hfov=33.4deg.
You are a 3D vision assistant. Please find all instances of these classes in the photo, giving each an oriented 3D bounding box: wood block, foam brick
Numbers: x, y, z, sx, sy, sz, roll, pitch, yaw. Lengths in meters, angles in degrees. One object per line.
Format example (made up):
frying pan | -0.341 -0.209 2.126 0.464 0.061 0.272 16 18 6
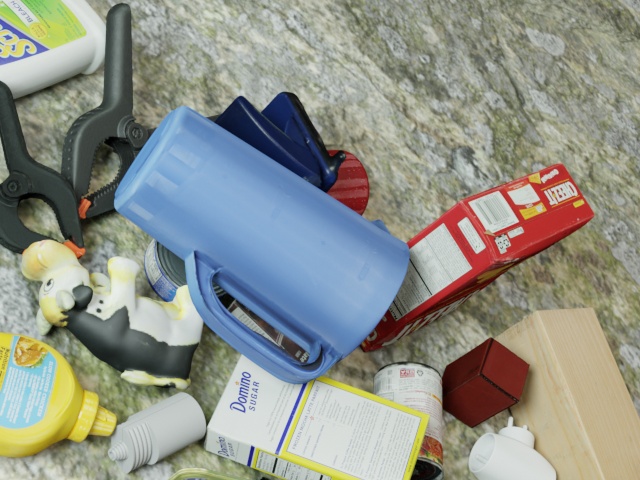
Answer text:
wood block | 0.265 0.182 1.115 0.090 0.090 0.206 0 62 -35
foam brick | 0.162 0.144 1.077 0.051 0.078 0.053 36 48 -10

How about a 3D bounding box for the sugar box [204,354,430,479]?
sugar box | -0.002 0.167 0.927 0.176 0.048 0.093 18 49 8

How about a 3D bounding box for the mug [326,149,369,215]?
mug | -0.013 -0.055 1.093 0.081 0.093 0.117 -8 29 -44

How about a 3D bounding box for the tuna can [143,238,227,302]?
tuna can | -0.120 0.022 0.991 0.086 0.034 0.086 18 52 -25

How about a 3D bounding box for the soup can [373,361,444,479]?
soup can | 0.082 0.174 1.006 0.068 0.069 0.102 22 50 -22

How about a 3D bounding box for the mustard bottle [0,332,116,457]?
mustard bottle | -0.248 0.114 0.820 0.191 0.058 0.096 22 44 -21

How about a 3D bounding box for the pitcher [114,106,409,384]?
pitcher | -0.056 0.001 0.922 0.242 0.145 0.149 34 12 -14

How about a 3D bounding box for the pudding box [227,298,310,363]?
pudding box | -0.031 0.065 1.020 0.090 0.039 0.113 43 46 -4

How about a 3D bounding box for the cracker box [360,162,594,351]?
cracker box | 0.139 0.019 1.050 0.163 0.214 0.072 -21 75 -42

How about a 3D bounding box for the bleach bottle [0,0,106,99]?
bleach bottle | -0.311 -0.158 0.961 0.102 0.068 0.250 49 48 3

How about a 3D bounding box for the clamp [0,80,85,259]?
clamp | -0.275 -0.041 0.913 0.120 0.039 0.171 -37 92 -12

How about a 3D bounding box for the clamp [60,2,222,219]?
clamp | -0.175 -0.097 1.010 0.164 0.036 0.210 40 59 -34
